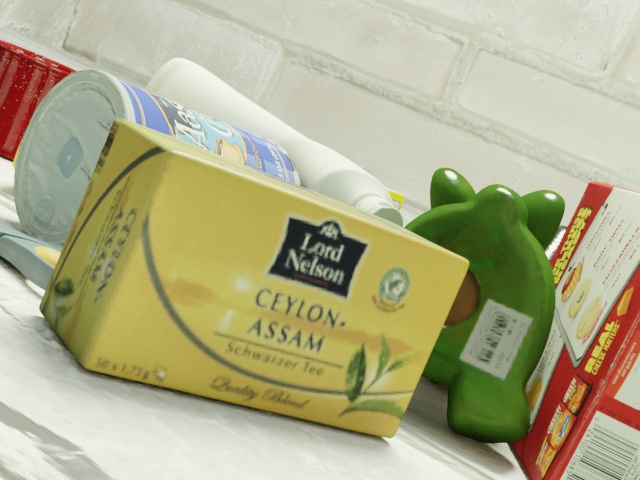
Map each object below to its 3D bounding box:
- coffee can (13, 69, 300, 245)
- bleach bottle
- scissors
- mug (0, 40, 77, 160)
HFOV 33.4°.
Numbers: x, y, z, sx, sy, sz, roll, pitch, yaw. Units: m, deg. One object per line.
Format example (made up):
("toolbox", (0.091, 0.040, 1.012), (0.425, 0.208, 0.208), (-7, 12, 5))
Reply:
("coffee can", (-0.095, -0.032, 0.641), (0.140, 0.103, 0.103), (18, 9, -47))
("bleach bottle", (-0.033, -0.055, 0.742), (0.102, 0.068, 0.251), (32, 1, -39))
("scissors", (-0.159, -0.002, 0.551), (0.202, 0.016, 0.096), (26, 5, 22))
("mug", (-0.225, -0.103, 0.866), (0.117, 0.081, 0.093), (24, 6, 5))
